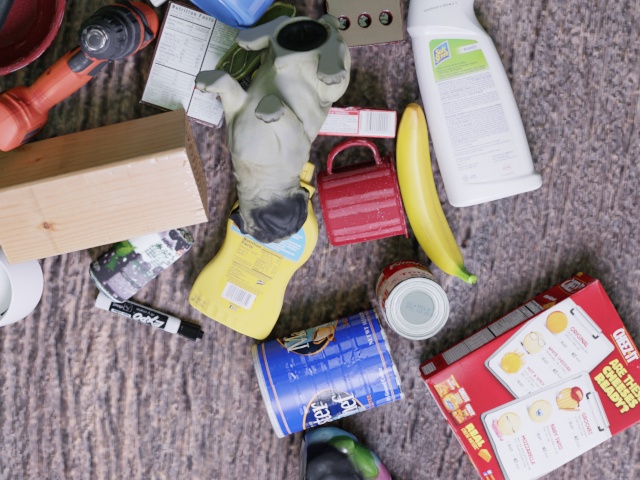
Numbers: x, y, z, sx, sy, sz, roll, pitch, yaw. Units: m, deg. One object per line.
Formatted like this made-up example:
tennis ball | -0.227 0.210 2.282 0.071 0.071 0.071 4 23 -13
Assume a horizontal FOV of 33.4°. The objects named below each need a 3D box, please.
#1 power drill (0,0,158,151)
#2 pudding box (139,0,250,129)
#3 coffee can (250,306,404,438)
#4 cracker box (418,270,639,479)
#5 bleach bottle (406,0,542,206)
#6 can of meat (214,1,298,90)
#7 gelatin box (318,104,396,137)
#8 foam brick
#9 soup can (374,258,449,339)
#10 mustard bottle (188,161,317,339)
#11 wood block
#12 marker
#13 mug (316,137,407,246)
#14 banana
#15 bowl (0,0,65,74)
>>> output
power drill | -0.247 -0.164 1.042 0.188 0.184 0.057 -33 100 12
pudding box | -0.129 -0.182 1.108 0.090 0.039 0.113 18 96 -6
coffee can | 0.007 0.140 1.134 0.140 0.103 0.103 -17 100 0
cracker box | 0.238 0.157 1.163 0.213 0.072 0.164 -31 100 2
bleach bottle | 0.154 -0.167 1.111 0.102 0.068 0.251 -14 97 -1
can of meat | -0.043 -0.175 1.084 0.102 0.058 0.083 -50 127 -6
gelatin box | 0.031 -0.125 1.106 0.089 0.073 0.030 2 99 -3
foam brick | 0.044 -0.226 1.101 0.078 0.051 0.053 -8 99 -1
soup can | 0.095 0.061 1.125 0.068 0.102 0.068 0 99 -2
mustard bottle | -0.057 0.001 1.130 0.096 0.058 0.192 27 97 -2
wood block | -0.225 -0.055 1.082 0.206 0.090 0.091 -12 125 1
marker | -0.184 0.083 1.158 0.121 0.020 0.020 20 98 -5
mug | 0.040 -0.050 1.108 0.081 0.093 0.117 -11 118 4
banana | 0.115 -0.046 1.129 0.037 0.070 0.198 -23 94 -38
bowl | -0.335 -0.243 1.074 0.162 0.055 0.162 0 92 -6
